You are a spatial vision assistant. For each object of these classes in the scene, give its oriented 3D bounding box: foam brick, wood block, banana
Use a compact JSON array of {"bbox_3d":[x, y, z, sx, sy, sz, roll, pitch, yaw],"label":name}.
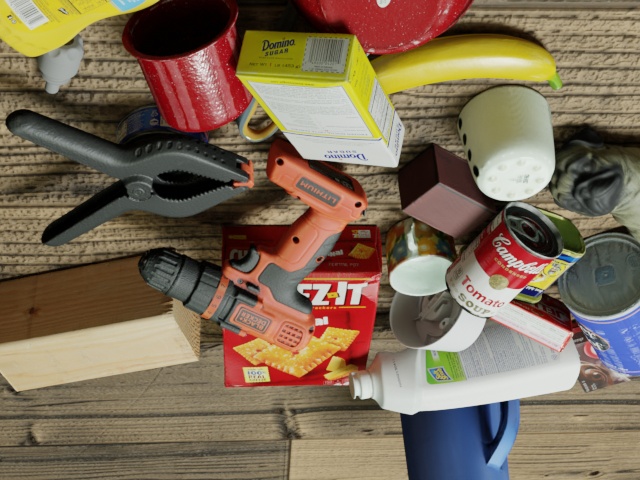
[{"bbox_3d":[0.121,-0.046,1.026,0.078,0.053,0.051,25,134,-30],"label":"foam brick"},{"bbox_3d":[-0.239,0.085,1.133,0.206,0.091,0.090,-10,141,8],"label":"wood block"},{"bbox_3d":[0.117,-0.146,0.910,0.197,0.037,0.070,-2,141,-3],"label":"banana"}]

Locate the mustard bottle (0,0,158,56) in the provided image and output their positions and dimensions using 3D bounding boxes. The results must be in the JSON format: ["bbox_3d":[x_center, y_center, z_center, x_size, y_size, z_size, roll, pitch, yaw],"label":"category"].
[{"bbox_3d":[-0.164,-0.209,0.790,0.192,0.058,0.096,-18,135,18],"label":"mustard bottle"}]

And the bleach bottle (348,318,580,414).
[{"bbox_3d":[0.154,0.136,1.189,0.250,0.102,0.068,-7,140,-10],"label":"bleach bottle"}]

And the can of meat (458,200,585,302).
[{"bbox_3d":[0.209,0.012,1.104,0.102,0.057,0.084,15,136,-24],"label":"can of meat"}]

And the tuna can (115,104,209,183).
[{"bbox_3d":[-0.144,-0.082,0.972,0.086,0.034,0.086,-2,142,-2],"label":"tuna can"}]

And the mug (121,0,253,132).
[{"bbox_3d":[-0.109,-0.144,0.853,0.117,0.093,0.081,22,147,32],"label":"mug"}]

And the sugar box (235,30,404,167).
[{"bbox_3d":[0.005,-0.114,0.880,0.093,0.048,0.176,7,167,18],"label":"sugar box"}]

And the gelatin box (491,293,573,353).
[{"bbox_3d":[0.226,0.076,1.150,0.089,0.073,0.030,25,112,1],"label":"gelatin box"}]

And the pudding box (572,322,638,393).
[{"bbox_3d":[0.343,0.132,1.282,0.090,0.039,0.113,-19,140,18],"label":"pudding box"}]

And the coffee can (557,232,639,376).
[{"bbox_3d":[0.326,0.071,1.151,0.103,0.103,0.140,-20,139,20],"label":"coffee can"}]

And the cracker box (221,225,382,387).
[{"bbox_3d":[-0.025,0.077,1.155,0.164,0.072,0.214,0,141,-5],"label":"cracker box"}]

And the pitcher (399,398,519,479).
[{"bbox_3d":[0.165,0.245,1.248,0.145,0.243,0.149,-6,135,6],"label":"pitcher"}]

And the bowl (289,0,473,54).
[{"bbox_3d":[0.046,-0.197,0.803,0.162,0.055,0.162,2,134,2],"label":"bowl"}]

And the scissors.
[{"bbox_3d":[-0.059,-0.160,0.895,0.096,0.016,0.202,5,139,-8],"label":"scissors"}]

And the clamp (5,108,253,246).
[{"bbox_3d":[-0.166,-0.049,0.953,0.210,0.036,0.165,2,141,-8],"label":"clamp"}]

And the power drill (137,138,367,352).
[{"bbox_3d":[-0.057,0.001,1.009,0.184,0.057,0.188,26,111,-18],"label":"power drill"}]

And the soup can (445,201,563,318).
[{"bbox_3d":[0.175,0.020,1.028,0.068,0.068,0.102,18,133,-25],"label":"soup can"}]
